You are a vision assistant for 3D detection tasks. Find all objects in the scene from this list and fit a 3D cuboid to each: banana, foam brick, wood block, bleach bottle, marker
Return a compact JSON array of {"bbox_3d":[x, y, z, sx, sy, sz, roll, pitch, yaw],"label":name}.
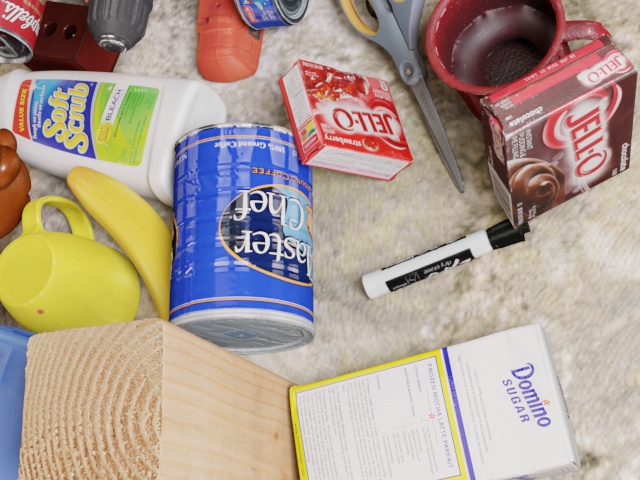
[{"bbox_3d":[-0.126,0.029,0.792,0.037,0.069,0.198,-36,72,55],"label":"banana"},{"bbox_3d":[-0.217,-0.169,0.913,0.078,0.051,0.053,12,77,26],"label":"foam brick"},{"bbox_3d":[-0.088,0.119,0.670,0.091,0.206,0.090,-9,69,20],"label":"wood block"},{"bbox_3d":[-0.203,-0.088,0.875,0.251,0.068,0.102,8,76,28],"label":"bleach bottle"},{"bbox_3d":[0.087,0.011,0.738,0.121,0.020,0.020,-22,65,15],"label":"marker"}]

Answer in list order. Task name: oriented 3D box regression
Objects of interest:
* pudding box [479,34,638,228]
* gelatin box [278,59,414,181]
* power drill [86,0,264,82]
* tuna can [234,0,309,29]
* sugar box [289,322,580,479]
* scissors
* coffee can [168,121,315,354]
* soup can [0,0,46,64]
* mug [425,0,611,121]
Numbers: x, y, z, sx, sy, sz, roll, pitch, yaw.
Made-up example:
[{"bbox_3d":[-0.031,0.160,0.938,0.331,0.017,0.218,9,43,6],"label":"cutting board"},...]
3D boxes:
[{"bbox_3d":[0.150,-0.066,0.674,0.090,0.113,0.039,-27,61,-2],"label":"pudding box"},{"bbox_3d":[0.019,-0.085,0.762,0.030,0.089,0.073,-39,56,40],"label":"gelatin box"},{"bbox_3d":[-0.103,-0.192,0.795,0.057,0.187,0.184,0,71,22],"label":"power drill"},{"bbox_3d":[-0.038,-0.208,0.829,0.034,0.086,0.086,0,73,22],"label":"tuna can"},{"bbox_3d":[0.071,0.122,0.694,0.176,0.048,0.093,-15,67,14],"label":"sugar box"},{"bbox_3d":[0.072,-0.140,0.762,0.202,0.016,0.096,58,137,22],"label":"scissors"},{"bbox_3d":[-0.055,0.001,0.756,0.103,0.102,0.140,-8,69,21],"label":"coffee can"},{"bbox_3d":[-0.258,-0.205,0.874,0.069,0.068,0.102,2,71,24],"label":"soup can"},{"bbox_3d":[0.139,-0.127,0.727,0.117,0.081,0.093,-6,70,22],"label":"mug"}]
